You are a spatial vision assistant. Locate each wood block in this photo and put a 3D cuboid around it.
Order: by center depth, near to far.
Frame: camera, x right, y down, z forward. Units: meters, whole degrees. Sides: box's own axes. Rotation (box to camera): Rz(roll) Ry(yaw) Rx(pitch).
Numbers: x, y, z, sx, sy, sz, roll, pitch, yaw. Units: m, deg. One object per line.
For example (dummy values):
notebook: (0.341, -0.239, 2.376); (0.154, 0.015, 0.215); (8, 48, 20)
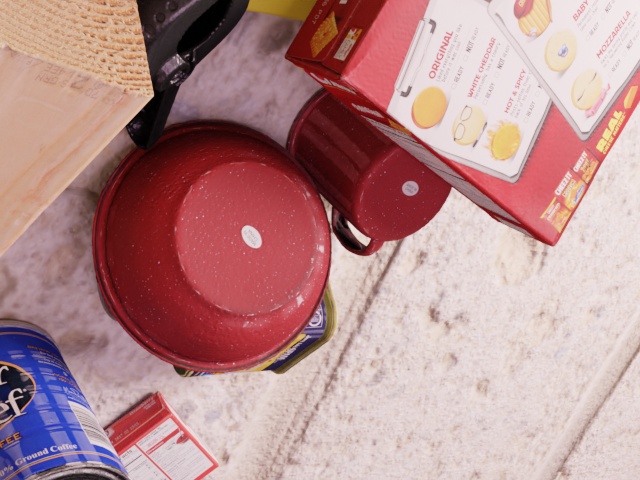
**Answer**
wood block: (-0.178, -0.053, 0.501); (0.090, 0.091, 0.206); (16, 138, -41)

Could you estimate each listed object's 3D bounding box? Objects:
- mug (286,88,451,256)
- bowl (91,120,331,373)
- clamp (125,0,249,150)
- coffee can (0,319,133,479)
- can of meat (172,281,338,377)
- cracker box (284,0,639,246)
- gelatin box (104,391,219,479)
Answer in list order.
mug: (0.034, -0.042, 0.729); (0.093, 0.082, 0.117); (-5, 125, -34)
bowl: (-0.054, 0.001, 0.654); (0.161, 0.055, 0.162); (3, 84, -26)
clamp: (-0.086, -0.098, 0.577); (0.172, 0.039, 0.120); (-41, 179, 21)
coffee can: (-0.186, 0.131, 0.659); (0.102, 0.140, 0.103); (-20, 132, -24)
can of meat: (-0.051, 0.058, 0.742); (0.083, 0.057, 0.102); (-1, 155, -33)
cracker box: (0.104, -0.118, 0.639); (0.213, 0.072, 0.164); (32, 88, -38)
gelatin box: (-0.129, 0.164, 0.809); (0.073, 0.030, 0.089); (-36, 136, -6)
